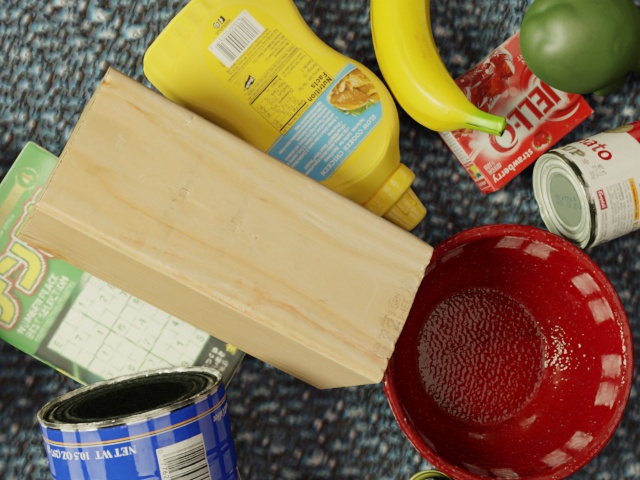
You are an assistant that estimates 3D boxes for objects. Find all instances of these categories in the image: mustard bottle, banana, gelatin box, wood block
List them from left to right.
[{"bbox_3d":[-0.054,0.000,0.608,0.206,0.091,0.090,29,72,-15],"label":"wood block"},{"bbox_3d":[-0.009,-0.076,0.658,0.191,0.058,0.096,42,79,-4],"label":"mustard bottle"},{"bbox_3d":[0.065,-0.146,0.675,0.069,0.037,0.198,-8,71,0],"label":"banana"},{"bbox_3d":[0.122,-0.085,0.695,0.089,0.030,0.073,-38,93,-10],"label":"gelatin box"}]

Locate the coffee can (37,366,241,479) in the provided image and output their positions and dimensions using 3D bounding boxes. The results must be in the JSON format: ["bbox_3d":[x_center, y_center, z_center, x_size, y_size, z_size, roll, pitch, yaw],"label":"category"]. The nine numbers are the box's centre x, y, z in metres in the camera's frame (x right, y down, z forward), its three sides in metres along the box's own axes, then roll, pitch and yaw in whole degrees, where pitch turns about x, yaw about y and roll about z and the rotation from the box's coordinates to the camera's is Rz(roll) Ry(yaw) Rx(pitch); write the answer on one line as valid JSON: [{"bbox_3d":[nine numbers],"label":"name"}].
[{"bbox_3d":[-0.092,0.152,0.592,0.102,0.103,0.140,-12,97,-11],"label":"coffee can"}]

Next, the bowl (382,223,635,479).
[{"bbox_3d":[0.110,0.072,0.667,0.162,0.055,0.162,1,84,-11],"label":"bowl"}]

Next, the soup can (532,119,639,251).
[{"bbox_3d":[0.196,-0.039,0.681,0.102,0.069,0.068,-19,89,-15],"label":"soup can"}]
